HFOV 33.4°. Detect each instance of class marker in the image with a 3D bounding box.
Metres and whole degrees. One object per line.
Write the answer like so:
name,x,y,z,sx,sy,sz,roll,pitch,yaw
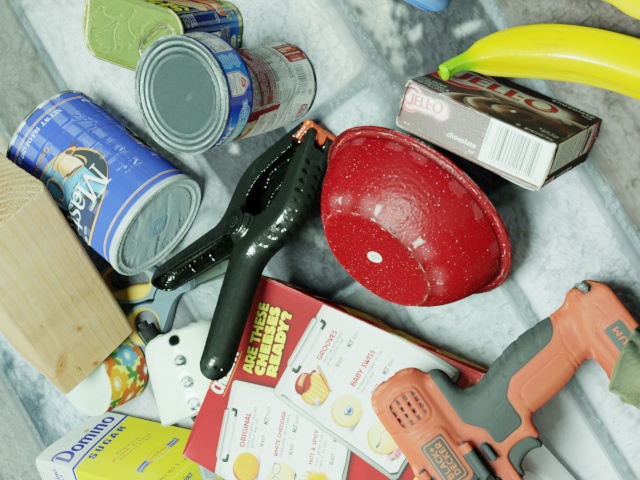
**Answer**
marker,-0.135,0.127,0.996,0.020,0.020,0.121,-26,99,37

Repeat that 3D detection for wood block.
wood block,-0.256,0.030,0.936,0.091,0.090,0.206,31,155,34

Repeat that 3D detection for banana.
banana,0.180,-0.108,0.693,0.198,0.069,0.037,13,148,24

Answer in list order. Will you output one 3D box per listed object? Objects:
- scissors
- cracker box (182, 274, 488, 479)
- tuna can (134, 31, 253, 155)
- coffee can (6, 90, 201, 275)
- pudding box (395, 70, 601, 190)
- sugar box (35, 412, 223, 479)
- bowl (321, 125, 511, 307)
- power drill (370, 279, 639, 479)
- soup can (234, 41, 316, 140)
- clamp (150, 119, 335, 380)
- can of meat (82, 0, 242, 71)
scissors,-0.125,0.055,0.979,0.202,0.016,0.096,1,107,34
cracker box,0.017,0.140,0.845,0.214,0.072,0.164,22,90,28
tuna can,-0.091,-0.106,0.764,0.086,0.033,0.086,11,111,31
coffee can,-0.190,-0.051,0.935,0.140,0.102,0.103,38,122,19
pudding box,0.121,-0.081,0.724,0.114,0.089,0.039,30,121,22
sugar box,-0.179,0.210,1.005,0.177,0.093,0.048,5,118,38
bowl,0.055,-0.004,0.769,0.162,0.055,0.162,32,152,20
power drill,0.155,0.131,0.735,0.187,0.057,0.184,-36,86,2
soup can,-0.057,-0.115,0.825,0.069,0.102,0.068,11,111,31
clamp,-0.056,0.001,0.852,0.210,0.036,0.165,-51,35,14
can of meat,-0.126,-0.171,0.865,0.102,0.083,0.057,22,116,27
